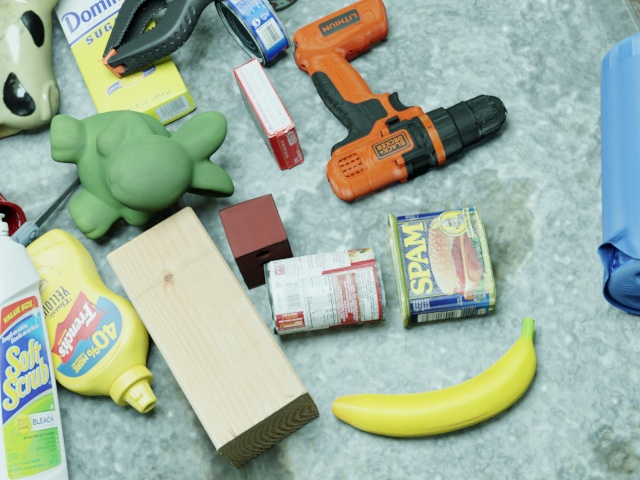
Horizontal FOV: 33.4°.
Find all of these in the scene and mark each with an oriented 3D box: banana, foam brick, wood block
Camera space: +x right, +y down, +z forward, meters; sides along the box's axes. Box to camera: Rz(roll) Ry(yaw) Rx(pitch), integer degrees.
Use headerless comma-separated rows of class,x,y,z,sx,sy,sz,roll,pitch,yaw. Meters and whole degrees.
banana,0.111,0.135,0.935,0.197,0.037,0.070,-22,49,-3
foam brick,-0.056,0.001,0.988,0.053,0.078,0.051,-19,65,-1
wood block,-0.095,0.085,0.952,0.090,0.090,0.206,-32,67,-5

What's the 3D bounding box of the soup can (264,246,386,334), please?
soup can,0.004,0.046,0.962,0.102,0.068,0.068,-8,66,-1

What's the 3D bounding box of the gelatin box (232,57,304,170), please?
gelatin box,-0.049,-0.122,1.042,0.030,0.073,0.089,-27,66,-4

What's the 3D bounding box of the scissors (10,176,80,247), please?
scissors,-0.291,0.011,1.040,0.016,0.096,0.201,29,42,13

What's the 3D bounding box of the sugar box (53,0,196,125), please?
sugar box,-0.205,-0.192,1.108,0.093,0.048,0.176,-26,67,-4

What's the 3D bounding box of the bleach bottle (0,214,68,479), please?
bleach bottle,-0.280,0.102,0.924,0.068,0.102,0.251,-11,85,29

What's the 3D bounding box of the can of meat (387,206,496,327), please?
can of meat,0.109,0.022,0.970,0.084,0.057,0.102,-7,67,1

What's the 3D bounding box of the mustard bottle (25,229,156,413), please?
mustard bottle,-0.215,0.085,0.984,0.096,0.058,0.192,-45,69,0

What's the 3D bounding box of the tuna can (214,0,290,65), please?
tuna can,-0.069,-0.220,1.080,0.033,0.086,0.086,-39,68,-8

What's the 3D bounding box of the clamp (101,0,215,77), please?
clamp,-0.131,-0.242,1.049,0.165,0.036,0.210,34,85,37

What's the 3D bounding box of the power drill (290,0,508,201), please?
power drill,0.066,-0.148,1.046,0.184,0.057,0.188,-24,66,-3
